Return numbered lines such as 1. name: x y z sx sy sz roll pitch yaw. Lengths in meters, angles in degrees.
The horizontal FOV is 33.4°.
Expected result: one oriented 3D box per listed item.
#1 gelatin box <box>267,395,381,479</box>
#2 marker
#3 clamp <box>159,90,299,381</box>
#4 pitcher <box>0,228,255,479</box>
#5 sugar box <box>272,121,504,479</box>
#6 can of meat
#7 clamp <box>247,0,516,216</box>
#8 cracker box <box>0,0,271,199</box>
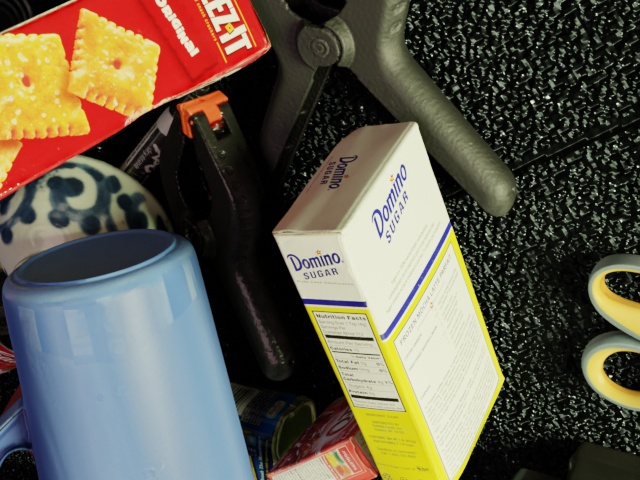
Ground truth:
1. gelatin box: 0.020 0.114 0.629 0.073 0.089 0.030 -32 95 40
2. marker: -0.102 -0.059 0.658 0.020 0.020 0.121 48 130 1
3. clamp: -0.054 0.001 0.620 0.120 0.039 0.171 30 138 29
4. pitcher: -0.115 0.124 0.619 0.145 0.149 0.243 3 111 36
5. sugar box: 0.041 0.037 0.549 0.048 0.093 0.176 -2 126 34
6. can of meat: -0.049 0.141 0.711 0.084 0.057 0.102 11 120 26
7. clamp: 0.018 -0.100 0.547 0.165 0.036 0.210 8 123 28
8. cracker box: -0.154 -0.066 0.541 0.164 0.213 0.072 -8 113 52
